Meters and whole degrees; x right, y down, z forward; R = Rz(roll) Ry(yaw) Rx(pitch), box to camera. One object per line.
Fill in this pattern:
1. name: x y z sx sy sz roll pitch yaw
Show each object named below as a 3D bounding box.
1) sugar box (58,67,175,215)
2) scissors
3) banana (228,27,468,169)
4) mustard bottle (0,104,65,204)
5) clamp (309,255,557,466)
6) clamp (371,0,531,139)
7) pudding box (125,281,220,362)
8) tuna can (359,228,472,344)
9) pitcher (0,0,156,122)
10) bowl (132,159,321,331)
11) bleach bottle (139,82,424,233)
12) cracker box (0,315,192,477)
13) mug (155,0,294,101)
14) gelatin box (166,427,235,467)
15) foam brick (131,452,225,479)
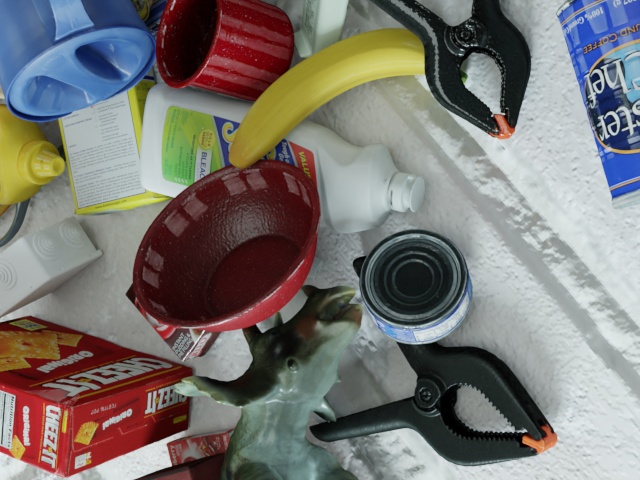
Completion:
1. sugar box: -0.196 -0.116 0.991 0.093 0.048 0.176 -10 87 25
2. scissors: -0.295 -0.077 1.072 0.202 0.016 0.096 -49 65 18
3. banana: 0.012 -0.121 0.840 0.198 0.037 0.069 -21 61 6
4. mustard bottle: -0.316 -0.085 1.032 0.192 0.058 0.096 12 109 35
5. clamp: 0.089 0.109 0.846 0.210 0.036 0.164 14 102 33
6. clamp: 0.098 -0.154 0.804 0.120 0.039 0.171 -14 85 14
7. pudding box: -0.115 0.038 0.960 0.090 0.039 0.114 45 114 21
8. tuna can: 0.074 0.035 0.827 0.086 0.033 0.086 -6 63 11
9. pitcher: -0.245 -0.236 0.898 0.149 0.144 0.243 -36 75 31
10. bowl: -0.063 0.014 0.828 0.162 0.055 0.162 -17 46 18
11. bleach bottle: -0.032 -0.067 0.890 0.251 0.068 0.102 12 100 27
12. cracker box: -0.251 0.134 0.977 0.214 0.163 0.072 12 102 30
13. mug: -0.083 -0.156 0.875 0.117 0.081 0.093 -29 61 44
14. gelatin box: -0.095 0.219 0.969 0.073 0.030 0.089 -16 86 31
15. foam brick: -0.120 0.223 0.936 0.078 0.052 0.051 -21 83 33
